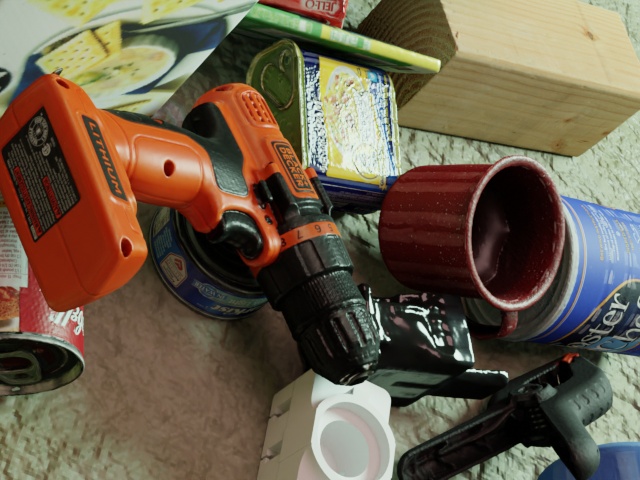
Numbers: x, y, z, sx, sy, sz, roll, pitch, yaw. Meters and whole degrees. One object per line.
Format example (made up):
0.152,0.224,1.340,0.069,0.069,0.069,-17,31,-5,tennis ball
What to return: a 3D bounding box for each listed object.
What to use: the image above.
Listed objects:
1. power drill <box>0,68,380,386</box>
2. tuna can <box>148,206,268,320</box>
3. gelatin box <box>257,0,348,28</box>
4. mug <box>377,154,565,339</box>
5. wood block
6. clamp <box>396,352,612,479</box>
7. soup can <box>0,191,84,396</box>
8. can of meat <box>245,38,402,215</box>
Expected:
-0.059,-0.006,0.526,0.187,0.057,0.184,4,52,-56,power drill
-0.054,0.001,0.619,0.086,0.034,0.086,19,52,-27,tuna can
-0.018,-0.160,0.704,0.073,0.089,0.030,13,95,-2,gelatin box
0.093,0.005,0.661,0.093,0.082,0.117,-24,109,-37,mug
0.143,-0.135,0.818,0.205,0.090,0.091,6,58,-34,wood block
0.137,0.107,0.642,0.171,0.120,0.039,-27,107,-46,clamp
-0.149,0.015,0.515,0.068,0.069,0.102,12,56,-31,soup can
0.003,-0.069,0.682,0.083,0.058,0.102,7,74,-37,can of meat
